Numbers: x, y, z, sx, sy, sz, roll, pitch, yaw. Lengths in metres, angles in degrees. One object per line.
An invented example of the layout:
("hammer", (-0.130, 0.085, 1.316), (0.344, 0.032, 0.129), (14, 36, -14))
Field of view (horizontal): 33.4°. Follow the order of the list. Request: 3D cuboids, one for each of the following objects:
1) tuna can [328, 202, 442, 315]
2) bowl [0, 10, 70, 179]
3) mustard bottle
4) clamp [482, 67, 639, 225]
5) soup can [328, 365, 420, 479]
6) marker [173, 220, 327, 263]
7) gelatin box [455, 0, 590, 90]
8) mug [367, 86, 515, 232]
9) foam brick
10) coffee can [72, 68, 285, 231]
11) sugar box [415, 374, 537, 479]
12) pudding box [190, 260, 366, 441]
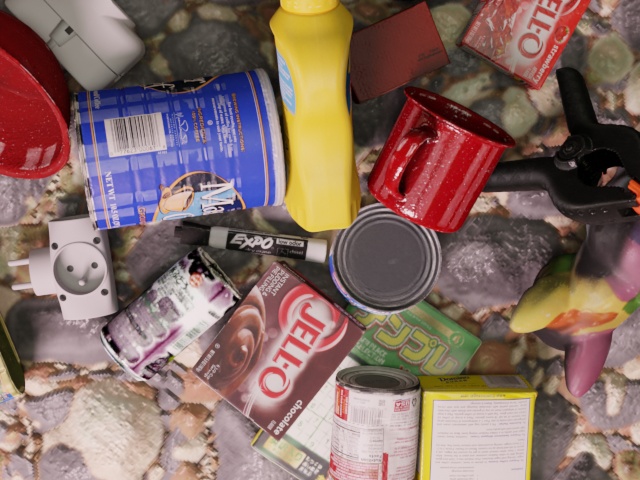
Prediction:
("tuna can", (0.050, 0.015, 0.834), (0.086, 0.034, 0.086), (1, 80, -5))
("bowl", (-0.242, -0.119, 0.776), (0.162, 0.162, 0.055), (30, 57, -6))
("mustard bottle", (-0.004, -0.109, 0.763), (0.058, 0.096, 0.192), (-6, 122, -2))
("clamp", (0.195, -0.068, 0.790), (0.039, 0.172, 0.120), (32, 89, -38))
("soup can", (0.041, 0.155, 0.827), (0.068, 0.068, 0.102), (3, 99, -3))
("marker", (-0.056, 0.001, 0.845), (0.121, 0.020, 0.020), (8, 96, -4))
("gelatin box", (0.160, -0.173, 0.830), (0.073, 0.030, 0.089), (30, 94, -6))
("mug", (0.082, -0.058, 0.796), (0.093, 0.117, 0.081), (34, 110, 20))
("foam brick", (0.052, -0.143, 0.818), (0.078, 0.051, 0.053), (-23, 98, 0))
("coffee can", (-0.104, -0.067, 0.785), (0.140, 0.103, 0.103), (-9, 97, -9))
("sugar box", (0.120, 0.198, 0.859), (0.093, 0.048, 0.176), (1, 103, -6))
("pudding box", (-0.032, 0.086, 0.838), (0.090, 0.039, 0.113), (38, 94, 6))
